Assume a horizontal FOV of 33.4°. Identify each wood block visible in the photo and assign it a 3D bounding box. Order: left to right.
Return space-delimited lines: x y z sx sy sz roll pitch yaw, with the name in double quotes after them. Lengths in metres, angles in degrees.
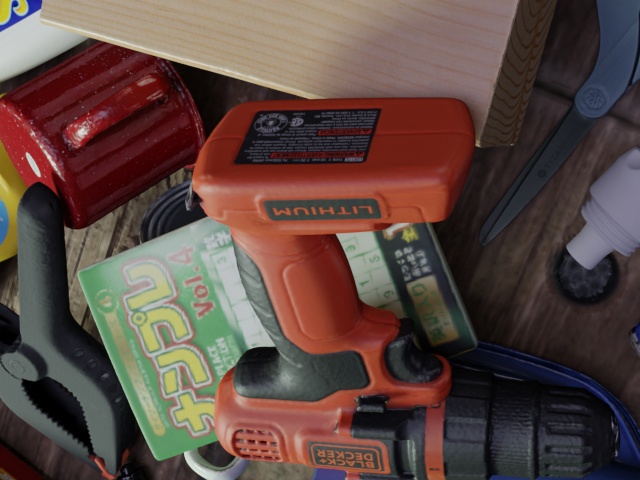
-0.007 -0.112 0.473 0.206 0.090 0.091 18 101 18 "wood block"

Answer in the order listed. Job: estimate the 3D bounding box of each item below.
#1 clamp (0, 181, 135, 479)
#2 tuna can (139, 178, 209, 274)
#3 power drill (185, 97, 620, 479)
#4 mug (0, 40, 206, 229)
-0.178 0.058 0.625 0.165 0.036 0.210 -1 128 29 "clamp"
-0.054 0.001 0.586 0.086 0.086 0.034 7 133 18 "tuna can"
0.031 0.032 0.443 0.184 0.057 0.187 0 129 13 "power drill"
-0.116 -0.060 0.569 0.093 0.081 0.117 59 155 -9 "mug"
